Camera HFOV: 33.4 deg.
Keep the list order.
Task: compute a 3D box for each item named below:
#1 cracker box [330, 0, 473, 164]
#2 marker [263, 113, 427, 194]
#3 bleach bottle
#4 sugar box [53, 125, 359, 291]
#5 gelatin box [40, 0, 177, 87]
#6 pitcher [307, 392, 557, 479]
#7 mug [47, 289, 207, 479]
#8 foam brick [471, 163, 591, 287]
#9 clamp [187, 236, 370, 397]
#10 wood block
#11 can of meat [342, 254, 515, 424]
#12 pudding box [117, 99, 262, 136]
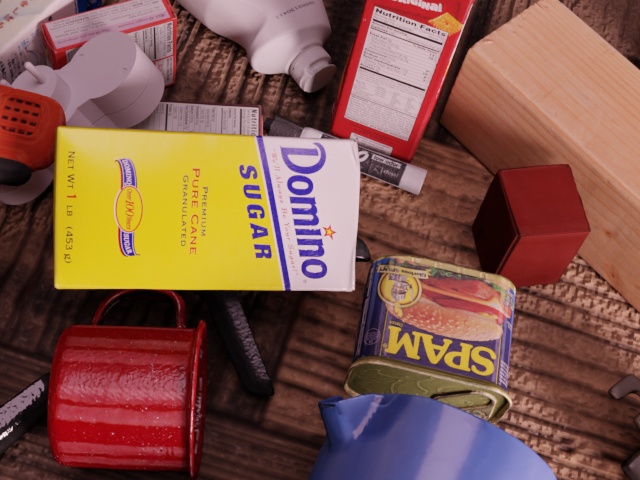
[{"bbox_3d":[0.071,-0.179,0.719,0.072,0.214,0.164,19,60,2],"label":"cracker box"},{"bbox_3d":[0.016,-0.062,0.759,0.121,0.020,0.020,21,60,3],"label":"marker"},{"bbox_3d":[-0.080,-0.207,0.801,0.102,0.068,0.251,-31,72,-22],"label":"bleach bottle"},{"bbox_3d":[-0.066,-0.017,0.625,0.176,0.048,0.093,1,94,-13],"label":"sugar box"},{"bbox_3d":[-0.144,-0.129,0.741,0.089,0.073,0.030,-21,65,-18],"label":"gelatin box"},{"bbox_3d":[0.033,0.215,0.557,0.149,0.145,0.242,18,63,16],"label":"pitcher"},{"bbox_3d":[-0.109,0.080,0.622,0.081,0.093,0.117,3,67,-2],"label":"mug"},{"bbox_3d":[0.139,-0.008,0.714,0.051,0.078,0.053,-5,62,-9],"label":"foam brick"},{"bbox_3d":[-0.054,0.001,0.676,0.171,0.039,0.120,46,70,-4],"label":"clamp"},{"bbox_3d":[0.194,-0.061,0.745,0.090,0.090,0.206,-35,71,-25],"label":"wood block"},{"bbox_3d":[0.072,0.062,0.679,0.102,0.057,0.084,13,57,-2],"label":"can of meat"},{"bbox_3d":[-0.095,-0.050,0.726,0.113,0.039,0.090,4,61,-9],"label":"pudding box"}]
